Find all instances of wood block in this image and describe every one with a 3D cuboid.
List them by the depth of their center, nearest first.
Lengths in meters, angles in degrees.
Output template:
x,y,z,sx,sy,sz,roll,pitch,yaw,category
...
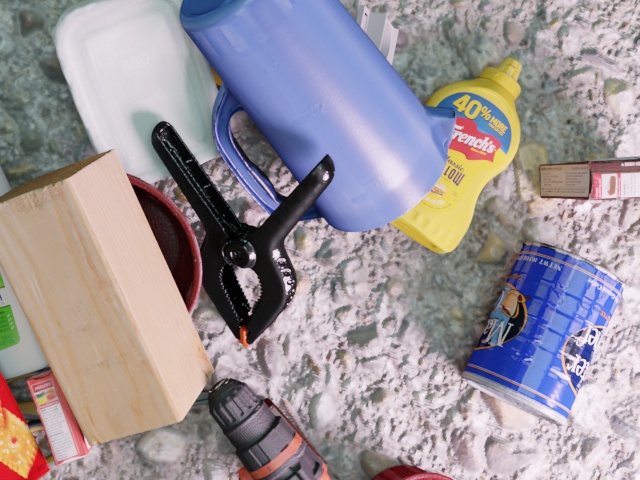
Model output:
x,y,z,sx,sy,sz,roll,pitch,yaw,category
-0.175,0.045,0.850,0.090,0.090,0.206,-18,105,17,wood block

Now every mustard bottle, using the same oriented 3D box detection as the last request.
x,y,z,sx,sy,sz,roll,pitch,yaw,category
0.131,-0.090,0.996,0.096,0.058,0.191,34,82,-3,mustard bottle

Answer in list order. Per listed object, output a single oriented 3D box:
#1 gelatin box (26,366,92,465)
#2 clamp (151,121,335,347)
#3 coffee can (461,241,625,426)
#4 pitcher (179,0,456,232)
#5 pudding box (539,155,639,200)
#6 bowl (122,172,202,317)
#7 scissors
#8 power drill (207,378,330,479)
x,y,z,sx,sy,sz,roll,pitch,yaw,category
-0.213,0.141,0.888,0.030,0.089,0.073,-19,92,-5,gelatin box
-0.056,0.001,0.910,0.165,0.036,0.210,8,122,25,clamp
0.205,0.085,0.981,0.102,0.103,0.140,27,83,-9,coffee can
-0.014,-0.124,0.889,0.242,0.145,0.149,49,66,-34,pitcher
0.267,-0.057,0.993,0.090,0.113,0.039,-4,92,-11,pudding box
-0.172,0.011,0.917,0.162,0.055,0.162,4,109,10,bowl
-0.189,0.165,0.948,0.201,0.016,0.096,12,88,-10,scissors
-0.082,0.229,0.909,0.188,0.057,0.184,-37,95,16,power drill
